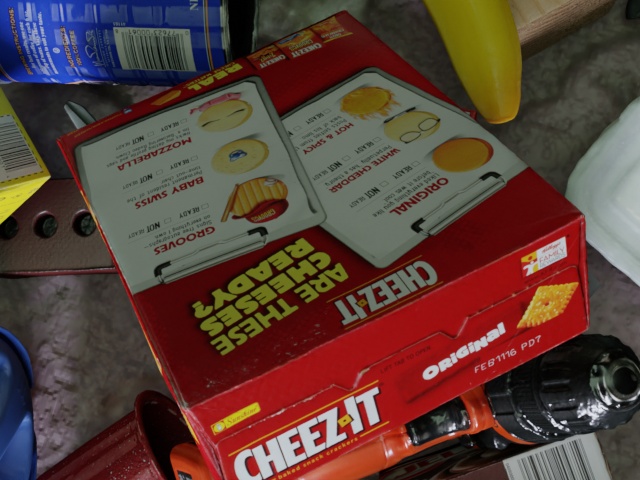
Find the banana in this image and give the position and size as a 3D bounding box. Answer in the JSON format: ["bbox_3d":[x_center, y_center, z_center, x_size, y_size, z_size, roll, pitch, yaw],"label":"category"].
[{"bbox_3d":[0.034,-0.141,0.512,0.198,0.037,0.070,41,108,11],"label":"banana"}]

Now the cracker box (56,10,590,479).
[{"bbox_3d":[-0.010,-0.007,0.474,0.164,0.072,0.214,-26,40,-10],"label":"cracker box"}]

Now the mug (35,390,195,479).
[{"bbox_3d":[-0.095,0.149,0.562,0.081,0.093,0.117,-35,58,7],"label":"mug"}]

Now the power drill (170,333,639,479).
[{"bbox_3d":[0.033,0.091,0.486,0.187,0.185,0.057,-17,84,-19],"label":"power drill"}]

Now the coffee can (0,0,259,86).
[{"bbox_3d":[-0.110,-0.135,0.579,0.140,0.103,0.103,3,86,6],"label":"coffee can"}]

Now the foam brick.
[{"bbox_3d":[-0.146,-0.007,0.600,0.078,0.051,0.053,-3,86,6],"label":"foam brick"}]

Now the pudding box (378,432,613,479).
[{"bbox_3d":[0.086,0.124,0.549,0.113,0.090,0.039,-18,88,3],"label":"pudding box"}]
